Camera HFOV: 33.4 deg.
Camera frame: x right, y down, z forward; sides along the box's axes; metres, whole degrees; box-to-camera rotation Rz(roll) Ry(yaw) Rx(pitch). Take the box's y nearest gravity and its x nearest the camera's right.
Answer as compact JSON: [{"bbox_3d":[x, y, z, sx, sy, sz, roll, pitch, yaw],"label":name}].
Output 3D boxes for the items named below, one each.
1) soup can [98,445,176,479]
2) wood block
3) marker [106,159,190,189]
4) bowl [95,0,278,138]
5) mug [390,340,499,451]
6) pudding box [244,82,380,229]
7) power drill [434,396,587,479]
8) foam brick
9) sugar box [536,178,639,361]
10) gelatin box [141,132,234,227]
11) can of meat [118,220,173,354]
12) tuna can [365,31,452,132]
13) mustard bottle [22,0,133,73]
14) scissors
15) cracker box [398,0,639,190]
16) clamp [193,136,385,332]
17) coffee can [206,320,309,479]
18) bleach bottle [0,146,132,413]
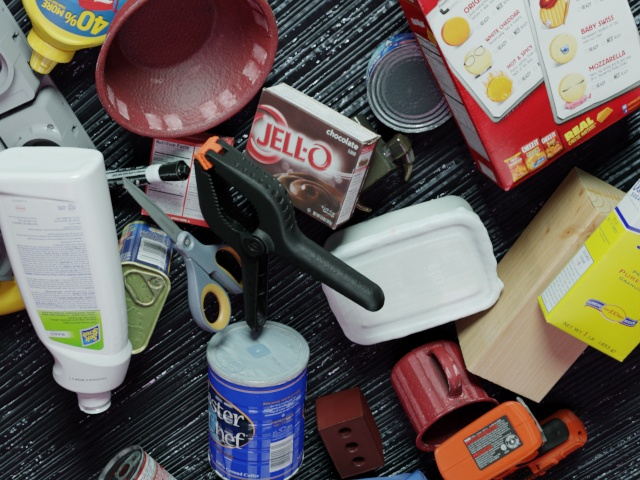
[{"bbox_3d":[-0.189,0.285,1.185,0.069,0.068,0.102,-33,117,17],"label":"soup can"},{"bbox_3d":[0.229,0.045,1.038,0.090,0.090,0.206,25,117,-16],"label":"wood block"},{"bbox_3d":[-0.168,-0.058,0.974,0.121,0.020,0.020,-5,126,33],"label":"marker"},{"bbox_3d":[-0.119,-0.165,0.898,0.162,0.055,0.162,-20,142,-17],"label":"bowl"},{"bbox_3d":[0.122,0.149,1.083,0.093,0.081,0.117,-20,146,-10],"label":"mug"},{"bbox_3d":[-0.012,-0.077,0.957,0.114,0.039,0.090,29,122,18],"label":"pudding box"},{"bbox_3d":[0.182,0.230,1.116,0.184,0.057,0.187,-37,156,10],"label":"power drill"},{"bbox_3d":[0.032,0.207,1.153,0.053,0.051,0.078,-19,120,9],"label":"foam brick"},{"bbox_3d":[0.284,0.018,0.944,0.093,0.048,0.176,27,118,-18],"label":"sugar box"},{"bbox_3d":[-0.124,-0.061,0.998,0.073,0.030,0.089,11,121,-7],"label":"gelatin box"},{"bbox_3d":[-0.179,0.043,1.027,0.057,0.084,0.102,19,119,-12],"label":"can of meat"},{"bbox_3d":[0.083,-0.142,0.952,0.086,0.034,0.086,-1,122,-1],"label":"tuna can"},{"bbox_3d":[-0.193,-0.219,0.882,0.096,0.058,0.192,21,120,-27],"label":"mustard bottle"},{"bbox_3d":[-0.127,0.022,0.987,0.016,0.096,0.201,3,163,35],"label":"scissors"},{"bbox_3d":[0.171,-0.175,0.893,0.164,0.072,0.213,-32,118,-3],"label":"cracker box"},{"bbox_3d":[-0.056,0.001,0.982,0.165,0.036,0.210,-22,113,41],"label":"clamp"},{"bbox_3d":[-0.065,0.167,1.096,0.103,0.103,0.140,1,122,-3],"label":"coffee can"},{"bbox_3d":[-0.226,0.044,0.949,0.102,0.068,0.251,2,118,9],"label":"bleach bottle"}]
